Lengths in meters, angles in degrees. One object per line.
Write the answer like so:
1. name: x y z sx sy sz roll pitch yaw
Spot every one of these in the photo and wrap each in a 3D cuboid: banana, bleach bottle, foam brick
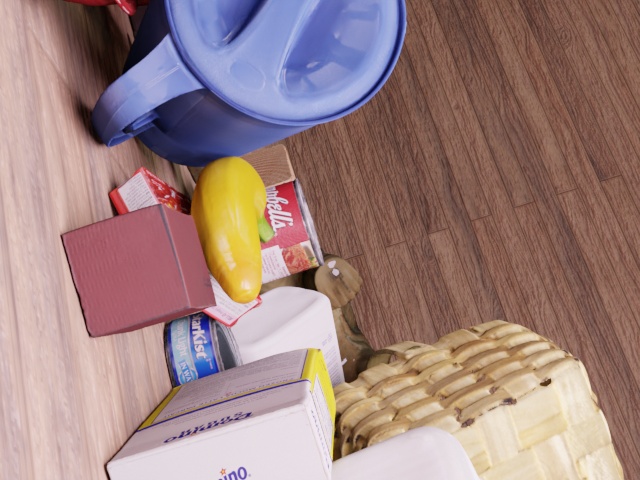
1. banana: -0.050 -0.016 0.643 0.069 0.037 0.197 51 9 -7
2. bleach bottle: -0.017 0.167 0.818 0.068 0.102 0.251 10 -60 41
3. foam brick: -0.088 0.016 0.531 0.078 0.051 0.053 44 30 -85

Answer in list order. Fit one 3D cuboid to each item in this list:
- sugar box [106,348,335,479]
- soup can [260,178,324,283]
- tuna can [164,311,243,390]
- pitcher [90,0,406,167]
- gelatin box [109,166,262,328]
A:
1. sugar box: -0.041 0.097 0.540 0.176 0.093 0.048 -72 145 -85
2. soup can: -0.055 0.001 0.792 0.068 0.102 0.068 -18 90 -87
3. tuna can: -0.069 0.087 0.676 0.086 0.034 0.086 -18 91 -88
4. pitcher: -0.062 -0.110 0.660 0.243 0.149 0.145 164 -64 -70
5. gelatin box: -0.079 0.005 0.639 0.073 0.030 0.089 57 10 33
